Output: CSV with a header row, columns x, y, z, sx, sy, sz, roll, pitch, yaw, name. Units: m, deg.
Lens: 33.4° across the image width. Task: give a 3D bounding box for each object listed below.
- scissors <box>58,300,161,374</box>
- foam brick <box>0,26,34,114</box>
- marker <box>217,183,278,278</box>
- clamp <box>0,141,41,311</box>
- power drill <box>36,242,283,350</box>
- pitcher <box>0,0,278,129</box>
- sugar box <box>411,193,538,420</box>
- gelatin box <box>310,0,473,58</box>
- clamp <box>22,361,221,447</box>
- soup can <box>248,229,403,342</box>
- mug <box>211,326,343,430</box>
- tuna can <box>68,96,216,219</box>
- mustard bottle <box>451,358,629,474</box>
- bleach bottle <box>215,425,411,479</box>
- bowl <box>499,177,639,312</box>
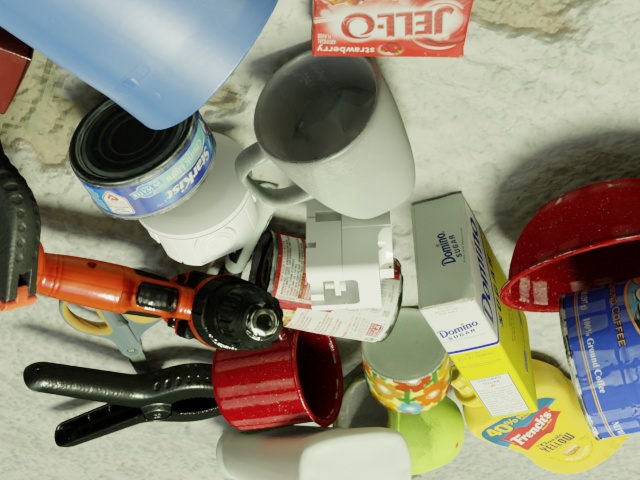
x,y,z,sx,sy,sz,roll,pitch,yaw,name
-0.146,0.080,0.898,0.096,0.016,0.201,-18,148,12,scissors
-0.183,-0.118,0.577,0.051,0.078,0.053,17,141,-24,foam brick
-0.055,0.001,0.787,0.020,0.020,0.121,11,142,-15,marker
-0.221,-0.037,0.644,0.120,0.171,0.039,-15,177,37,clamp
-0.132,0.036,0.726,0.187,0.057,0.185,15,173,-22,power drill
-0.130,-0.168,0.471,0.242,0.145,0.149,30,97,-30,pitcher
0.118,0.053,0.795,0.048,0.093,0.176,-13,142,16,sugar box
0.040,-0.136,0.590,0.089,0.030,0.073,2,144,-1,gelatin box
-0.151,0.135,0.935,0.210,0.036,0.164,-8,152,0,clamp
0.003,0.035,0.792,0.102,0.068,0.069,12,142,-16,soup can
-0.041,0.103,0.875,0.082,0.093,0.117,-12,125,23,mug
-0.110,-0.056,0.654,0.086,0.086,0.033,-10,141,13,tuna can
0.185,0.150,0.956,0.191,0.058,0.096,28,129,-31,mustard bottle
-0.023,0.192,0.947,0.102,0.068,0.251,0,176,-24,bleach bottle
0.198,0.000,0.733,0.162,0.055,0.162,-8,160,-3,bowl
